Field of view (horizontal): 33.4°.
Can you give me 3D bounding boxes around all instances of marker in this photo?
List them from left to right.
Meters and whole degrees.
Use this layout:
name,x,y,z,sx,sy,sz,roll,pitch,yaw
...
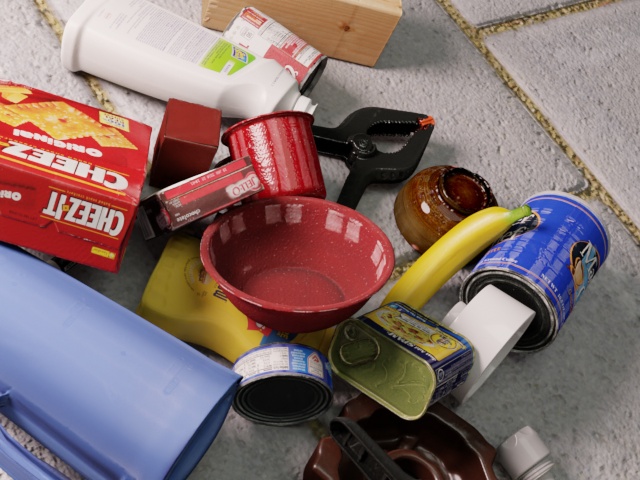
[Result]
name,x,y,z,sx,sy,sz,roll,pitch,yaw
marker,-0.206,0.001,0.956,0.020,0.020,0.120,39,49,8

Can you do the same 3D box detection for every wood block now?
name,x,y,z,sx,sy,sz,roll,pitch,yaw
wood block,-0.022,-0.276,1.197,0.205,0.091,0.090,11,52,-16

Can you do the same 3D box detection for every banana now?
name,x,y,z,sx,sy,sz,roll,pitch,yaw
banana,0.115,0.026,1.029,0.197,0.070,0.037,-42,91,-7

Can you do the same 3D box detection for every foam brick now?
name,x,y,z,sx,sy,sz,roll,pitch,yaw
foam brick,-0.129,-0.089,1.018,0.053,0.078,0.051,13,53,-15

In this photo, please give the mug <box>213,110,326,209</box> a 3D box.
name,x,y,z,sx,sy,sz,roll,pitch,yaw
mug,-0.052,-0.065,1.021,0.093,0.117,0.081,14,60,-66

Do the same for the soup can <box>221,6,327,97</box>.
name,x,y,z,sx,sy,sz,roll,pitch,yaw
soup can,-0.052,-0.195,1.138,0.102,0.069,0.068,34,49,4

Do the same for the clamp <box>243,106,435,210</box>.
name,x,y,z,sx,sy,sz,roll,pitch,yaw
clamp,0.041,-0.082,1.113,0.209,0.036,0.165,-16,64,-27

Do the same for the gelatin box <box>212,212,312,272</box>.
name,x,y,z,sx,sy,sz,roll,pitch,yaw
gelatin box,-0.056,0.001,0.985,0.089,0.073,0.030,19,92,-9

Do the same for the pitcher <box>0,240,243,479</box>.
name,x,y,z,sx,sy,sz,roll,pitch,yaw
pitcher,-0.194,0.103,0.812,0.243,0.149,0.145,32,85,6

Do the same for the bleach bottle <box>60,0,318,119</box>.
name,x,y,z,sx,sy,sz,roll,pitch,yaw
bleach bottle,-0.125,-0.169,1.071,0.251,0.068,0.102,24,48,3

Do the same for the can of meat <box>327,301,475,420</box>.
name,x,y,z,sx,sy,sz,roll,pitch,yaw
can of meat,0.071,0.099,0.917,0.102,0.057,0.083,30,26,25

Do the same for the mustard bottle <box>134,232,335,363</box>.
name,x,y,z,sx,sy,sz,roll,pitch,yaw
mustard bottle,-0.060,0.068,0.942,0.191,0.058,0.096,24,43,-5

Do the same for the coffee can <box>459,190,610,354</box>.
name,x,y,z,sx,sy,sz,roll,pitch,yaw
coffee can,0.215,0.030,1.061,0.103,0.103,0.140,38,50,7

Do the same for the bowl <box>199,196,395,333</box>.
name,x,y,z,sx,sy,sz,roll,pitch,yaw
bowl,-0.020,0.028,0.896,0.162,0.055,0.162,3,36,-2

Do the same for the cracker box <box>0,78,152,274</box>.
name,x,y,z,sx,sy,sz,roll,pitch,yaw
cracker box,-0.232,-0.064,0.898,0.164,0.072,0.214,16,19,-12

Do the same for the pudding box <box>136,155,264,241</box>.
name,x,y,z,sx,sy,sz,roll,pitch,yaw
pudding box,-0.110,-0.036,0.945,0.090,0.114,0.039,-24,96,-21

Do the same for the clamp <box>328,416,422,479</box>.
name,x,y,z,sx,sy,sz,roll,pitch,yaw
clamp,0.065,0.219,0.820,0.171,0.039,0.120,29,49,1

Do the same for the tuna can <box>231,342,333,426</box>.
name,x,y,z,sx,sy,sz,roll,pitch,yaw
tuna can,-0.032,0.121,0.896,0.086,0.086,0.034,10,50,-17
